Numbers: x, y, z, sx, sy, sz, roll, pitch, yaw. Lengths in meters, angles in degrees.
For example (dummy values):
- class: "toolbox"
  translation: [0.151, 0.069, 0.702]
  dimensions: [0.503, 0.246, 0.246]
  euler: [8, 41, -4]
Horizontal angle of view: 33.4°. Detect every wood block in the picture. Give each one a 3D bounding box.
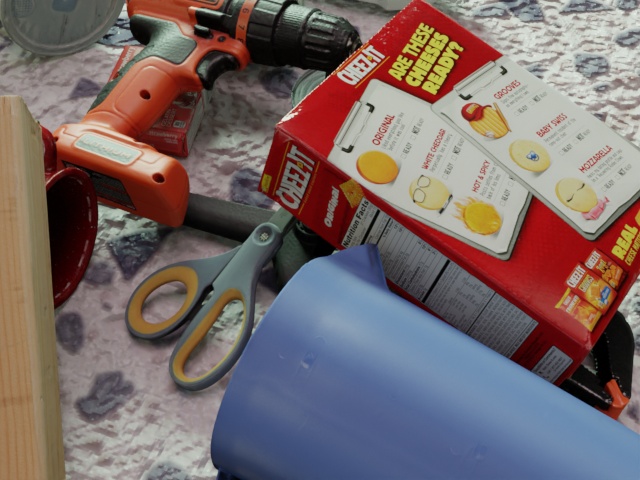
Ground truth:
- class: "wood block"
  translation: [-0.193, 0.035, 0.572]
  dimensions: [0.090, 0.090, 0.206]
  euler: [-4, 85, -8]

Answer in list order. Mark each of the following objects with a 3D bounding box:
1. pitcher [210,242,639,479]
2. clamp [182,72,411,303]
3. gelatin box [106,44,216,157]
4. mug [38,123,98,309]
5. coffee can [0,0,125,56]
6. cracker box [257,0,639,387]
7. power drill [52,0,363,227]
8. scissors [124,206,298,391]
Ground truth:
- class: "pitcher"
  translation: [0.068, 0.125, 0.560]
  dimensions: [0.243, 0.149, 0.144]
  euler: [27, 36, 15]
- class: "clamp"
  translation: [0.005, -0.017, 0.711]
  dimensions: [0.164, 0.036, 0.210]
  euler: [-41, 63, -9]
- class: "gelatin box"
  translation: [-0.125, -0.106, 0.804]
  dimensions: [0.073, 0.030, 0.089]
  euler: [10, 49, 6]
- class: "mug"
  translation: [-0.198, -0.020, 0.676]
  dimensions: [0.081, 0.117, 0.093]
  euler: [13, 15, 15]
- class: "coffee can"
  translation: [-0.231, -0.230, 0.859]
  dimensions: [0.102, 0.103, 0.140]
  euler: [-23, 54, -21]
- class: "cracker box"
  translation: [0.095, -0.032, 0.649]
  dimensions: [0.214, 0.072, 0.164]
  euler: [36, 53, 10]
- class: "power drill"
  translation: [-0.085, -0.101, 0.732]
  dimensions: [0.185, 0.057, 0.187]
  euler: [17, 61, 24]
- class: "scissors"
  translation: [-0.055, 0.001, 0.687]
  dimensions: [0.096, 0.016, 0.201]
  euler: [17, 68, 24]
